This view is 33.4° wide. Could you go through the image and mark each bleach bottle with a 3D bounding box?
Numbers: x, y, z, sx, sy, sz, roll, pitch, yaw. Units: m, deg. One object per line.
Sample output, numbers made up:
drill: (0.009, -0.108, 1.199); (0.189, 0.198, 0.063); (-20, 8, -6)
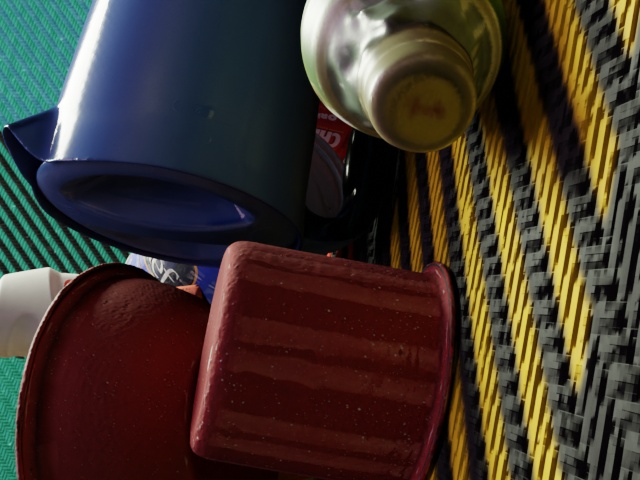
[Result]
bleach bottle: (-0.148, 0.078, 0.801); (0.068, 0.250, 0.102); (109, 169, -48)

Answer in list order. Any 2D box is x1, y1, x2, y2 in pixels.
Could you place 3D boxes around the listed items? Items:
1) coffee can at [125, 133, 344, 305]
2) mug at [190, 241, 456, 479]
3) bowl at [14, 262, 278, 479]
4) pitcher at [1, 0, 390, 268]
coffee can: (-0.054, 0.001, 0.665); (0.141, 0.102, 0.102); (-50, 27, 47)
mug: (-0.003, 0.043, 0.410); (0.117, 0.081, 0.093); (-108, 30, -75)
bowl: (-0.061, 0.086, 0.466); (0.162, 0.055, 0.162); (-8, -90, -69)
pitcher: (-0.045, -0.112, 0.550); (0.149, 0.145, 0.243); (43, -127, -57)
